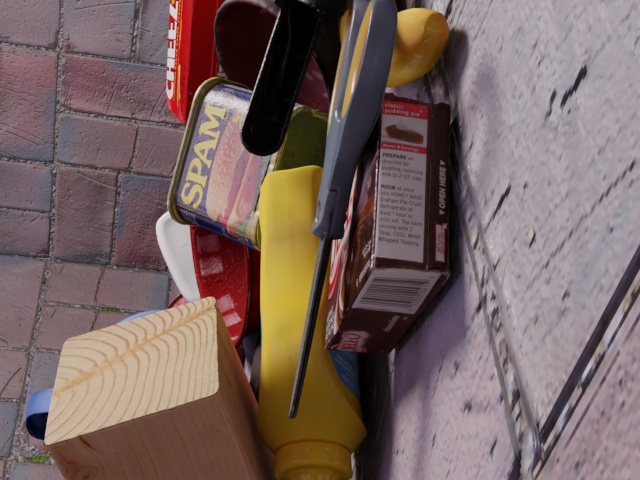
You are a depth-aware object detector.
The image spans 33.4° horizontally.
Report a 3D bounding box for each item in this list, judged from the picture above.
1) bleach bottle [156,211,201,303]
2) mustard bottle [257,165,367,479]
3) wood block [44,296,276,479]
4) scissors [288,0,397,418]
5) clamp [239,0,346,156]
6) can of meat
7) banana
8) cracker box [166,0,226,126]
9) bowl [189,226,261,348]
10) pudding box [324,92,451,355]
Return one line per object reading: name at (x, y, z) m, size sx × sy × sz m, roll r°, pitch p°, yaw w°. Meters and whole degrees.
bleach bottle at (-0.096, 0.047, 1.048) m, size 0.102 × 0.068 × 0.251 m, roll 62°, pitch 174°, yaw 19°
mustard bottle at (-0.005, 0.060, 0.596) m, size 0.096 × 0.058 × 0.191 m, roll 68°, pitch -162°, yaw -56°
wood block at (-0.067, 0.148, 0.597) m, size 0.090 × 0.091 × 0.206 m, roll -101°, pitch -6°, yaw -60°
scissors at (0.009, -0.022, 0.483) m, size 0.096 × 0.016 × 0.202 m, roll 128°, pitch 151°, yaw -74°
clamp at (-0.003, -0.141, 0.595) m, size 0.120 × 0.039 × 0.171 m, roll 133°, pitch 154°, yaw -53°
can of meat at (-0.044, -0.047, 0.696) m, size 0.084 × 0.057 × 0.102 m, roll 21°, pitch 98°, yaw 38°
banana at (0.034, -0.122, 0.584) m, size 0.198 × 0.037 × 0.070 m, roll -100°, pitch 18°, yaw -59°
cracker box at (-0.103, -0.194, 1.003) m, size 0.214 × 0.072 × 0.164 m, roll -138°, pitch 53°, yaw -73°
bowl at (-0.055, 0.001, 0.822) m, size 0.162 × 0.055 × 0.162 m, roll 174°, pitch 90°, yaw -70°
pudding box at (0.031, -0.004, 0.518) m, size 0.114 × 0.039 × 0.090 m, roll 118°, pitch 158°, yaw -63°
